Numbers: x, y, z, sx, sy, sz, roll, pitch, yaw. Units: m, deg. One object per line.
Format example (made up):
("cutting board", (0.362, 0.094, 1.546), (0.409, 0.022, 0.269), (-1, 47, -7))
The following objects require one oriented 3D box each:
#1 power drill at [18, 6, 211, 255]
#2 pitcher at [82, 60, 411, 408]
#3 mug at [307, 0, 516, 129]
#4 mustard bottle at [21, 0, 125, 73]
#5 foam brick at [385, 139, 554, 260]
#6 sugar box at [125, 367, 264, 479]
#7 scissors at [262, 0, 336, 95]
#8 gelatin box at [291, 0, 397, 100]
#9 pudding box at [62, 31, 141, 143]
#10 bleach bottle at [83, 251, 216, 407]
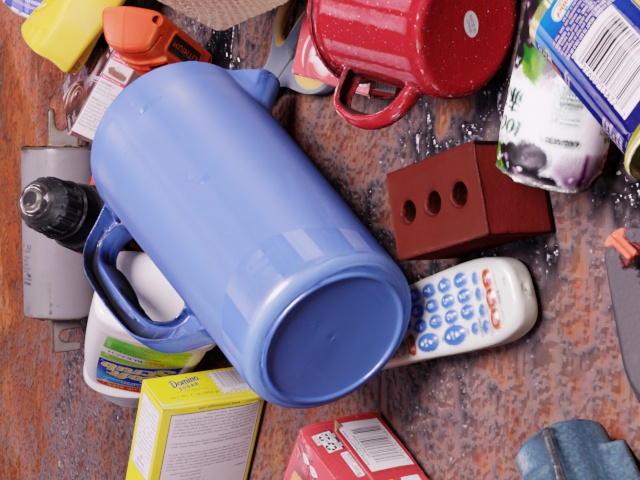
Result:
("power drill", (-0.151, -0.077, 0.811), (0.057, 0.184, 0.187), (11, 84, 20))
("pitcher", (-0.054, 0.001, 0.678), (0.243, 0.144, 0.149), (49, 138, 46))
("mug", (0.048, -0.115, 0.592), (0.082, 0.093, 0.117), (26, 85, 46))
("mustard bottle", (-0.174, -0.234, 0.893), (0.192, 0.058, 0.096), (-52, 24, 8))
("foam brick", (0.081, -0.021, 0.593), (0.078, 0.051, 0.053), (-20, 76, 54))
("sugar box", (-0.106, 0.188, 0.844), (0.048, 0.093, 0.176), (43, 127, 45))
("scissors", (-0.030, -0.104, 0.776), (0.096, 0.016, 0.202), (59, 137, 33))
("gelatin box", (0.022, -0.139, 0.670), (0.073, 0.030, 0.089), (25, 107, 43))
("pudding box", (-0.190, -0.145, 0.940), (0.090, 0.039, 0.113), (-58, 30, 18))
("bleach bottle", (-0.143, 0.090, 0.880), (0.251, 0.102, 0.068), (119, 163, -62))
